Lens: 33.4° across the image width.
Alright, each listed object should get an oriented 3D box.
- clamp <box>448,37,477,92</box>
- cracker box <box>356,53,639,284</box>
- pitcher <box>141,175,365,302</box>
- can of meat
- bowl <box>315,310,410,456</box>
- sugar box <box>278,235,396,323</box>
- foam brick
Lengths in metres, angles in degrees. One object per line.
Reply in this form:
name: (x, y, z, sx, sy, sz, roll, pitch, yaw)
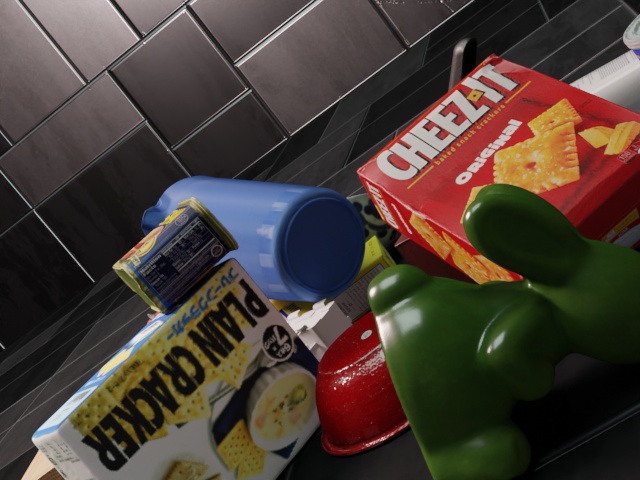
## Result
clamp: (0.145, -0.107, 1.117, 0.036, 0.164, 0.210, -32, 1, -35)
cracker box: (0.154, -0.048, 0.831, 0.164, 0.072, 0.214, -41, 40, -10)
pitcher: (-0.057, 0.001, 1.092, 0.149, 0.145, 0.243, -35, 22, -29)
can of meat: (-0.124, 0.014, 0.899, 0.084, 0.057, 0.102, -44, 10, -12)
bowl: (0.050, 0.096, 0.848, 0.162, 0.055, 0.162, -36, 11, 8)
sugar box: (0.003, 0.072, 1.123, 0.176, 0.048, 0.093, -36, 11, 6)
foam brick: (0.112, 0.011, 0.931, 0.051, 0.078, 0.052, -27, 16, 40)
